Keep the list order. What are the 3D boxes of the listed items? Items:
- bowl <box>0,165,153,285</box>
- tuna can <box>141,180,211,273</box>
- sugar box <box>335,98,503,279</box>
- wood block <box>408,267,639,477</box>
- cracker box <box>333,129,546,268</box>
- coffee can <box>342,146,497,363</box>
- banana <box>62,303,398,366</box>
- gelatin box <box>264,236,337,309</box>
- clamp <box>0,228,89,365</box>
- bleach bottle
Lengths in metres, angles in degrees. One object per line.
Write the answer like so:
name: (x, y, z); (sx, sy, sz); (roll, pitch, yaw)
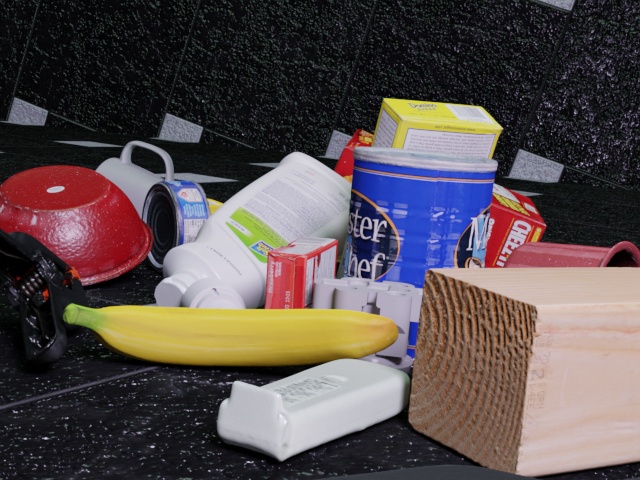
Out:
bowl: (-0.225, -0.021, 0.913); (0.162, 0.055, 0.162); (2, 28, -1)
tuna can: (-0.133, -0.012, 0.975); (0.033, 0.086, 0.086); (-2, 11, -32)
sugar box: (0.076, -0.024, 0.867); (0.093, 0.176, 0.048); (3, 32, -23)
wood block: (0.161, 0.067, 0.594); (0.205, 0.090, 0.091); (1, 9, -32)
cracker box: (0.118, -0.040, 1.124); (0.213, 0.072, 0.164); (22, 13, 1)
coffee can: (0.068, 0.007, 0.766); (0.103, 0.140, 0.103); (5, 8, -1)
banana: (-0.053, 0.059, 0.653); (0.198, 0.037, 0.069); (1, -4, 2)
gelatin box: (-0.014, 0.039, 0.734); (0.030, 0.073, 0.089); (6, 9, 14)
clamp: (-0.182, 0.034, 0.685); (0.039, 0.120, 0.171); (-33, -13, 3)
bleach bottle: (-0.056, 0.001, 0.872); (0.103, 0.068, 0.250); (34, 31, 15)
